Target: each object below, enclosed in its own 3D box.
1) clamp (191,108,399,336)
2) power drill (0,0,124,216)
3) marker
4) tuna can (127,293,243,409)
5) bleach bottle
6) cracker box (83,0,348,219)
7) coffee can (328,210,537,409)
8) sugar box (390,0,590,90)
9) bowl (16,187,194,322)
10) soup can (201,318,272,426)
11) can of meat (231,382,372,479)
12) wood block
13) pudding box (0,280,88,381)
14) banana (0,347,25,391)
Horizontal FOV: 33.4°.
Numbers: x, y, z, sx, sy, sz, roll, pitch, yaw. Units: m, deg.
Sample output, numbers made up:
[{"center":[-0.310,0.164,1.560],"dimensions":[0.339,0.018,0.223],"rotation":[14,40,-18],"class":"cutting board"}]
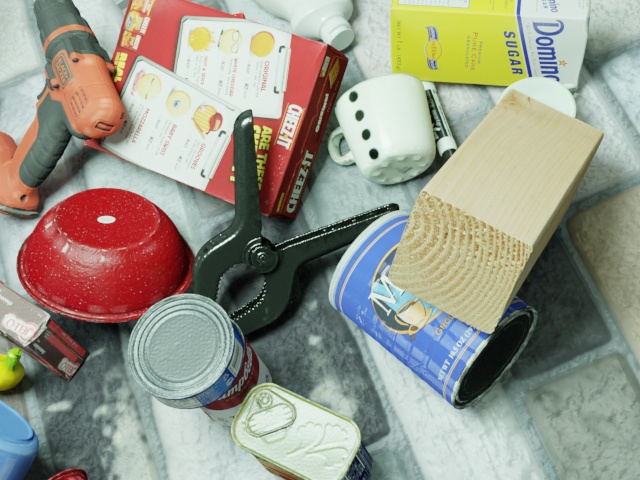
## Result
[{"center":[-0.056,0.001,0.933],"dimensions":[0.164,0.036,0.210],"rotation":[39,99,-11],"class":"clamp"},{"center":[-0.274,-0.129,1.035],"dimensions":[0.188,0.057,0.184],"rotation":[-46,53,28],"class":"power drill"},{"center":[0.111,-0.103,0.992],"dimensions":[0.020,0.020,0.121],"rotation":[-17,52,4],"class":"marker"},{"center":[-0.104,0.087,0.831],"dimensions":[0.086,0.033,0.086],"rotation":[-6,63,11],"class":"tuna can"},{"center":[-0.051,-0.284,1.108],"dimensions":[0.102,0.068,0.251],"rotation":[-32,63,-7],"class":"bleach bottle"},{"center":[-0.100,-0.130,1.008],"dimensions":[0.214,0.072,0.164],"rotation":[21,96,21],"class":"cracker box"},{"center":[0.091,0.056,0.879],"dimensions":[0.140,0.103,0.102],"rotation":[39,78,26],"class":"coffee can"},{"center":[0.154,-0.187,0.981],"dimensions":[0.176,0.093,0.048],"rotation":[7,56,11],"class":"sugar box"},{"center":[-0.192,0.000,0.959],"dimensions":[0.162,0.055,0.162],"rotation":[6,38,-5],"class":"bowl"},{"center":[-0.083,0.110,0.893],"dimensions":[0.068,0.102,0.068],"rotation":[-5,63,10],"class":"soup can"},{"center":[-0.012,0.166,0.858],"dimensions":[0.102,0.084,0.057],"rotation":[21,70,22],"class":"can of meat"},{"center":[0.143,-0.030,0.846],"dimensions":[0.091,0.090,0.205],"rotation":[27,38,13],"class":"wood block"},{"center":[-0.274,0.074,0.965],"dimensions":[0.114,0.090,0.039],"rotation":[30,72,25],"class":"pudding box"},{"center":[-0.339,0.100,0.983],"dimensions":[0.198,0.070,0.037],"rotation":[13,31,26],"class":"banana"}]
